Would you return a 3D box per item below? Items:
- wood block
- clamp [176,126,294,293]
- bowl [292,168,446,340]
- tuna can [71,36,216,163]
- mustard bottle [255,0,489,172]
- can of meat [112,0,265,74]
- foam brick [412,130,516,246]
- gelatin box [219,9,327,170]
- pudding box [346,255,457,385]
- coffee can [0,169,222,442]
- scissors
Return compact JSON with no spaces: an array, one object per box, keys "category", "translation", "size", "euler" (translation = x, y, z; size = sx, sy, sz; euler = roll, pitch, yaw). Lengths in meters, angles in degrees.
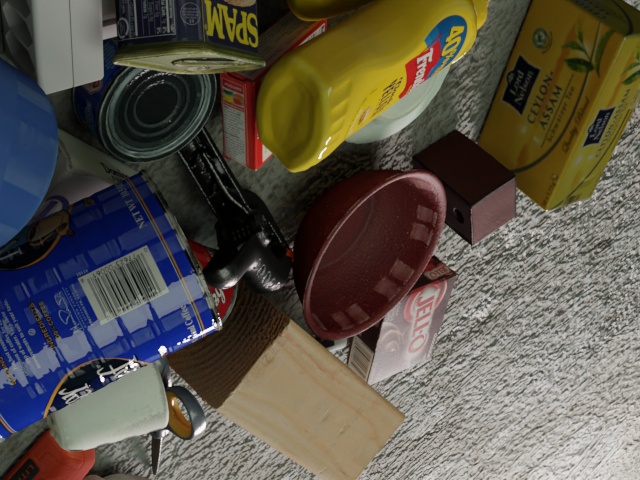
[{"category":"wood block","translation":[-0.027,0.120,0.884],"size":[0.090,0.091,0.206],"euler":[-50,139,-5]},{"category":"clamp","translation":[-0.055,0.001,0.748],"size":[0.039,0.120,0.171],"euler":[-15,151,16]},{"category":"bowl","translation":[0.029,0.001,0.870],"size":[0.161,0.055,0.162],"euler":[-32,143,-29]},{"category":"tuna can","translation":[-0.107,-0.091,0.660],"size":[0.086,0.034,0.086],"euler":[-27,142,-24]},{"category":"mustard bottle","translation":[0.046,-0.122,0.685],"size":[0.191,0.058,0.096],"euler":[-38,165,-30]},{"category":"can of meat","translation":[-0.072,-0.137,0.583],"size":[0.102,0.057,0.084],"euler":[-12,99,-69]},{"category":"foam brick","translation":[0.122,-0.046,0.907],"size":[0.051,0.078,0.053],"euler":[-33,142,-17]},{"category":"gelatin box","translation":[-0.031,-0.102,0.708],"size":[0.089,0.030,0.073],"euler":[-49,154,-38]},{"category":"pudding box","translation":[0.076,0.077,1.020],"size":[0.089,0.039,0.114],"euler":[-18,138,-34]},{"category":"coffee can","translation":[-0.140,0.036,0.596],"size":[0.140,0.103,0.103],"euler":[-27,142,-12]},{"category":"scissors","translation":[-0.120,0.156,0.859],"size":[0.016,0.096,0.202],"euler":[-31,140,-28]}]
